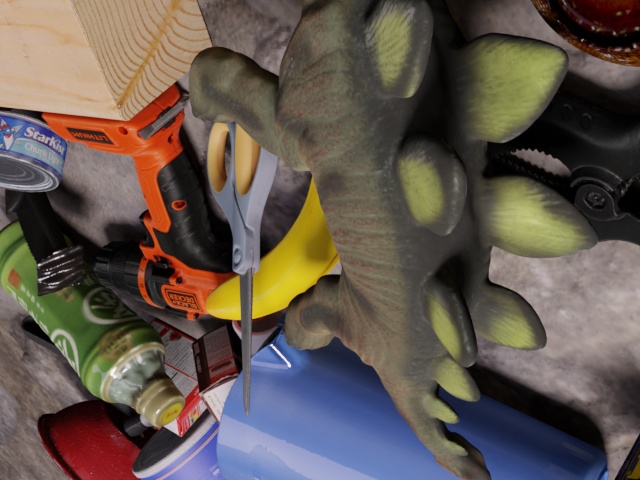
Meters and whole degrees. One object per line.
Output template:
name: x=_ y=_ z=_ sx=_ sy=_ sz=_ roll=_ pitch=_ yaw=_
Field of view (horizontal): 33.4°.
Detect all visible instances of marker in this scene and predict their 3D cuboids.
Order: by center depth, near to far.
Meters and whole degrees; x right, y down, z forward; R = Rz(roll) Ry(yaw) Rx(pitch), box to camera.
marker: x=-0.137 y=0.150 z=0.964 sx=0.121 sy=0.020 sz=0.020 roll=-32 pitch=103 yaw=34

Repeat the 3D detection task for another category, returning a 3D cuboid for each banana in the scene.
banana: x=-0.014 y=-0.007 z=0.682 sx=0.070 sy=0.037 sz=0.198 roll=43 pitch=126 yaw=21

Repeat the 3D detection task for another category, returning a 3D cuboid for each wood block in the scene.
wood block: x=-0.183 y=-0.143 z=0.686 sx=0.206 sy=0.090 sz=0.090 roll=10 pitch=134 yaw=36

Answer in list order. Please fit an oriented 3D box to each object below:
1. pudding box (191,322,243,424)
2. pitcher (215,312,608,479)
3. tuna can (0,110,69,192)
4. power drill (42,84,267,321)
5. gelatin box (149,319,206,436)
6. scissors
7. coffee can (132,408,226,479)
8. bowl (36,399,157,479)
pudding box: x=-0.059 y=0.134 z=0.852 sx=0.113 sy=0.039 sz=0.090 roll=59 pitch=-179 yaw=-24
pitcher: x=0.062 y=0.154 z=0.728 sx=0.243 sy=0.149 sz=0.145 roll=20 pitch=96 yaw=23
tuna can: x=-0.233 y=-0.065 z=0.792 sx=0.086 sy=0.034 sz=0.086 roll=7 pitch=164 yaw=2
power drill: x=-0.128 y=-0.026 z=0.783 sx=0.185 sy=0.057 sz=0.187 roll=7 pitch=133 yaw=37
gelatin box: x=-0.131 y=0.115 z=0.909 sx=0.089 sy=0.073 sz=0.030 roll=24 pitch=141 yaw=23
scissors: x=-0.054 y=0.001 z=0.678 sx=0.096 sy=0.016 sz=0.202 roll=15 pitch=100 yaw=61
coffee can: x=-0.082 y=0.218 z=0.940 sx=0.140 sy=0.102 sz=0.103 roll=51 pitch=143 yaw=-11
bowl: x=-0.194 y=0.205 z=1.036 sx=0.162 sy=0.055 sz=0.162 roll=42 pitch=-178 yaw=-2
